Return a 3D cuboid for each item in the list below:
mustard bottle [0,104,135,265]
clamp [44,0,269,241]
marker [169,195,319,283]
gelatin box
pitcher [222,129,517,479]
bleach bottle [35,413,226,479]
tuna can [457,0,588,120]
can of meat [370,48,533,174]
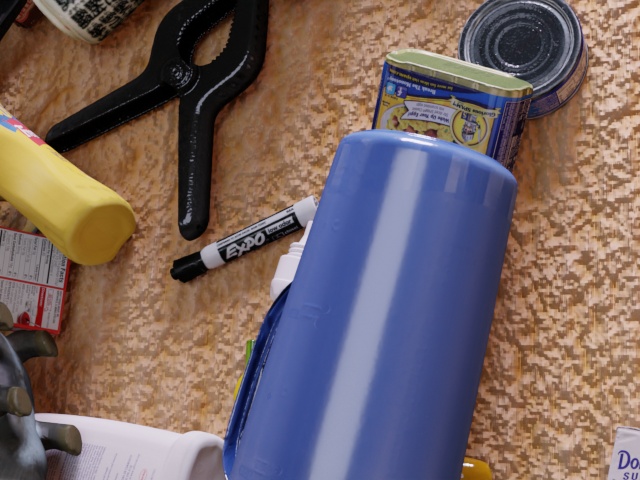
[{"bbox_3d":[-0.229,-0.059,0.795,0.192,0.096,0.058,37,89,15],"label":"mustard bottle"},{"bbox_3d":[-0.097,-0.111,0.809,0.165,0.036,0.210,39,90,25],"label":"clamp"},{"bbox_3d":[-0.055,0.001,0.772,0.121,0.020,0.020,-25,68,12],"label":"marker"},{"bbox_3d":[-0.233,0.029,0.794,0.030,0.089,0.073,-13,68,51],"label":"gelatin box"},{"bbox_3d":[0.026,0.064,0.621,0.149,0.145,0.243,15,85,6],"label":"pitcher"},{"bbox_3d":[-0.192,0.161,0.755,0.251,0.068,0.102,9,75,25],"label":"bleach bottle"},{"bbox_3d":[0.138,-0.128,0.729,0.086,0.033,0.086,-6,73,19],"label":"tuna can"},{"bbox_3d":[0.082,-0.073,0.702,0.102,0.057,0.084,20,114,24],"label":"can of meat"}]
